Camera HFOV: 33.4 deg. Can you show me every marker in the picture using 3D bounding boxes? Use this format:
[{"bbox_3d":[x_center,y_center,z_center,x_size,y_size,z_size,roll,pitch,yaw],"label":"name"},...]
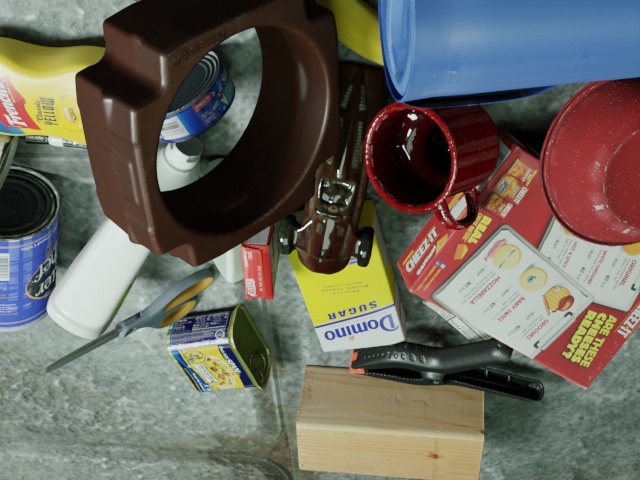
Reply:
[{"bbox_3d":[-0.224,-0.095,1.014,0.121,0.020,0.020,7,135,2],"label":"marker"}]

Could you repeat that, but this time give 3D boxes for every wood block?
[{"bbox_3d":[0.081,0.210,1.223,0.206,0.090,0.091,4,134,6],"label":"wood block"}]

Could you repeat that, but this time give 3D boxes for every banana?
[{"bbox_3d":[0.021,-0.198,0.859,0.070,0.037,0.197,-20,128,27],"label":"banana"}]

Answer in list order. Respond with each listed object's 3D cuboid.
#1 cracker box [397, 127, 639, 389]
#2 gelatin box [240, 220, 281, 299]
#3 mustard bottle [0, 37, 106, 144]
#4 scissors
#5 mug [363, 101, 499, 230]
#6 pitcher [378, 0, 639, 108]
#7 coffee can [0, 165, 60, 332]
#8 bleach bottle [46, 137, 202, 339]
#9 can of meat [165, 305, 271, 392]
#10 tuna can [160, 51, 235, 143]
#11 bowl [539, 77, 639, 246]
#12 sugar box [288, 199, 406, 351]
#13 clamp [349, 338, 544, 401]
[{"bbox_3d":[0.205,0.018,0.989,0.213,0.072,0.164,29,108,-19],"label":"cracker box"},{"bbox_3d":[-0.057,0.001,1.034,0.030,0.089,0.073,3,135,5],"label":"gelatin box"},{"bbox_3d":[-0.269,-0.135,0.953,0.191,0.058,0.096,7,140,2],"label":"mustard bottle"},{"bbox_3d":[-0.196,0.093,1.112,0.016,0.201,0.096,51,159,14],"label":"scissors"},{"bbox_3d":[0.102,-0.065,0.898,0.093,0.081,0.117,-27,85,42],"label":"mug"},{"bbox_3d":[0.164,-0.166,0.777,0.242,0.149,0.145,-3,103,-6],"label":"pitcher"},{"bbox_3d":[-0.316,0.009,1.073,0.102,0.102,0.140,13,135,-4],"label":"coffee can"},{"bbox_3d":[-0.182,-0.010,1.032,0.068,0.102,0.251,32,132,-10],"label":"bleach bottle"},{"bbox_3d":[-0.113,0.124,1.190,0.084,0.057,0.102,-9,133,20],"label":"can of meat"},{"bbox_3d":[-0.117,-0.124,0.921,0.086,0.086,0.033,-15,132,22],"label":"tuna can"},{"bbox_3d":[0.270,-0.061,0.896,0.162,0.055,0.162,-3,112,-9],"label":"bowl"},{"bbox_3d":[0.027,0.041,1.091,0.093,0.048,0.176,-8,131,12],"label":"sugar box"},{"bbox_3d":[0.135,0.140,1.161,0.210,0.036,0.164,-2,154,31],"label":"clamp"}]
